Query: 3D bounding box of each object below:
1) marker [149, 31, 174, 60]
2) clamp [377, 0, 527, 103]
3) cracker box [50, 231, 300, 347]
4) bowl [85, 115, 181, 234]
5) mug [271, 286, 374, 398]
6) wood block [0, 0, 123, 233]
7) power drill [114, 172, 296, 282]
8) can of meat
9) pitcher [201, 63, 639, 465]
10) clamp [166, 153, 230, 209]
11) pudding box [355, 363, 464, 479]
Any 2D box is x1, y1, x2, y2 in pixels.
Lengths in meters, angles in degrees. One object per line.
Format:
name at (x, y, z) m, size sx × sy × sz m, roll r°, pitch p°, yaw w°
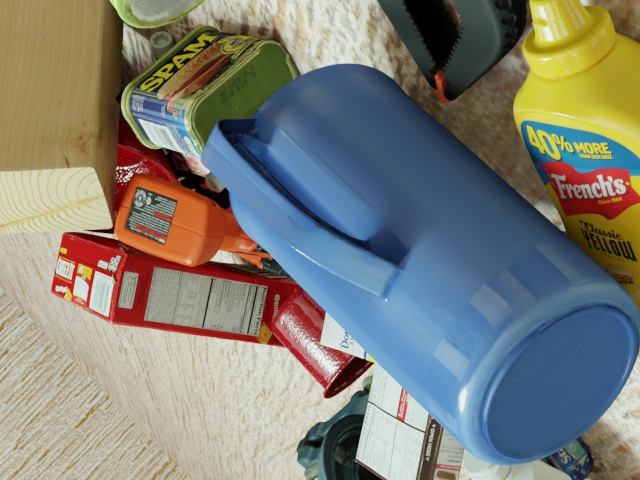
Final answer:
marker at (-0.126, -0.132, 0.922) m, size 0.020 × 0.020 × 0.121 m, roll 37°, pitch 157°, yaw 24°
clamp at (0.063, -0.143, 0.509) m, size 0.165 × 0.036 × 0.210 m, roll 31°, pitch 156°, yaw 37°
cracker box at (-0.130, 0.048, 1.037) m, size 0.213 × 0.072 × 0.164 m, roll 11°, pitch -179°, yaw -33°
bowl at (-0.200, -0.069, 0.966) m, size 0.162 × 0.055 × 0.162 m, roll 4°, pitch 151°, yaw 2°
mug at (0.015, 0.080, 0.964) m, size 0.081 × 0.093 × 0.117 m, roll 45°, pitch -163°, yaw 16°
wood block at (-0.210, -0.118, 0.845) m, size 0.090 × 0.091 × 0.206 m, roll 90°, pitch 177°, yaw -61°
power drill at (-0.056, 0.001, 0.859) m, size 0.185 × 0.057 × 0.187 m, roll 17°, pitch 180°, yaw 38°
can of meat at (-0.078, -0.105, 0.764) m, size 0.084 × 0.102 × 0.057 m, roll 20°, pitch 147°, yaw 47°
pitcher at (0.048, 0.006, 0.581) m, size 0.243 × 0.149 × 0.145 m, roll 47°, pitch 159°, yaw 47°
clamp at (-0.140, -0.061, 1.056) m, size 0.120 × 0.039 × 0.172 m, roll 45°, pitch 154°, yaw -10°
pudding box at (0.072, 0.145, 0.833) m, size 0.039 × 0.090 × 0.114 m, roll 10°, pitch -179°, yaw -20°
